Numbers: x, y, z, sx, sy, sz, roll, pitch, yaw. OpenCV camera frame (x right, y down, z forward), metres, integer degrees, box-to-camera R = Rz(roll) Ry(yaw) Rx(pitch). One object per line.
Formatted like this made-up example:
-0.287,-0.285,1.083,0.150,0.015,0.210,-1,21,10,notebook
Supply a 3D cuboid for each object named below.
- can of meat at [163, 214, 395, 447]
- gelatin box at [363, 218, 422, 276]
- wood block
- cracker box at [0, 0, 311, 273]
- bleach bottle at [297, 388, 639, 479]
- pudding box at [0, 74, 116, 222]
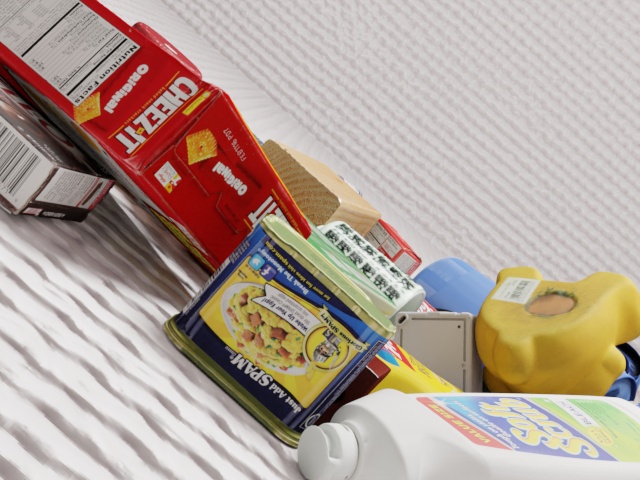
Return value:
-0.021,0.048,0.593,0.102,0.084,0.057,42,8,0,can of meat
0.052,0.031,1.054,0.030,0.089,0.073,38,8,-28,gelatin box
-0.017,-0.025,1.027,0.091,0.090,0.206,42,7,12,wood block
-0.117,-0.076,0.663,0.214,0.072,0.164,38,-10,31,cracker box
0.102,0.129,0.610,0.250,0.068,0.103,9,23,-33,bleach bottle
-0.176,-0.060,0.585,0.113,0.039,0.090,44,6,8,pudding box
